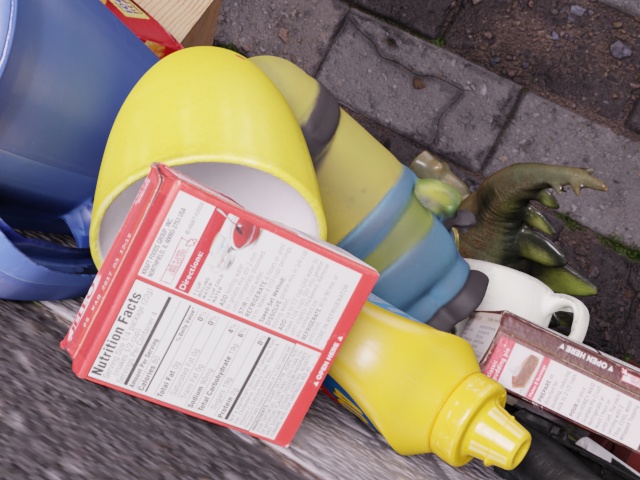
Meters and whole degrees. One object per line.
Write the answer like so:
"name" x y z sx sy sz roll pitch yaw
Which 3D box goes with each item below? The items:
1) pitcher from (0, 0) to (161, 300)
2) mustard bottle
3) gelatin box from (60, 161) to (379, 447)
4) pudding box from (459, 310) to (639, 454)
"pitcher" -0.137 -0.056 0.472 0.145 0.149 0.242 13 -3 13
"mustard bottle" 0.012 0.047 0.494 0.192 0.058 0.096 30 -10 30
"gelatin box" -0.035 0.024 0.374 0.089 0.073 0.030 25 5 -28
"pudding box" 0.118 0.069 0.549 0.090 0.039 0.113 24 -5 2
